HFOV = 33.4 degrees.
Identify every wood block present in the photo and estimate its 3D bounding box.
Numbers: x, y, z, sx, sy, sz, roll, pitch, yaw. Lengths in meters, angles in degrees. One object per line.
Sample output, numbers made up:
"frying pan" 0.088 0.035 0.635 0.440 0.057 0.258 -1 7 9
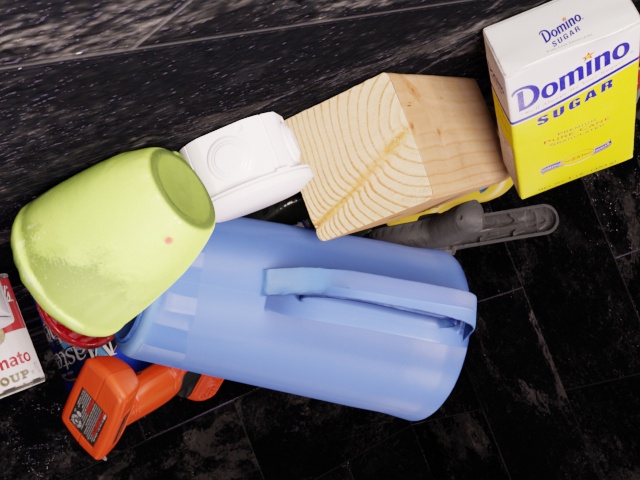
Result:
"wood block" 0.064 -0.066 0.800 0.091 0.090 0.205 -22 178 25

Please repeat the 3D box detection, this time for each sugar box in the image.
"sugar box" 0.169 -0.098 0.740 0.093 0.048 0.176 -22 154 5

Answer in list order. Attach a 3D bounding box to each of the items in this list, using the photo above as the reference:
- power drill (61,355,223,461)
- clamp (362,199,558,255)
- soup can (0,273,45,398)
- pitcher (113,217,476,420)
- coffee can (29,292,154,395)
"power drill" -0.131 0.106 0.953 0.187 0.057 0.185 -25 152 -46
"clamp" 0.093 -0.005 0.865 0.172 0.039 0.120 -15 163 33
"soup can" -0.292 0.088 0.943 0.068 0.102 0.068 -21 177 -1
"pitcher" -0.017 0.047 0.768 0.242 0.145 0.149 12 119 -24
"coffee can" -0.222 0.087 1.068 0.103 0.140 0.103 -21 177 -1
